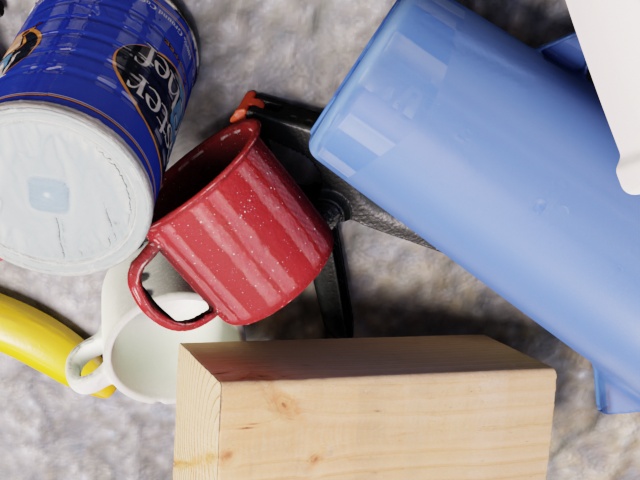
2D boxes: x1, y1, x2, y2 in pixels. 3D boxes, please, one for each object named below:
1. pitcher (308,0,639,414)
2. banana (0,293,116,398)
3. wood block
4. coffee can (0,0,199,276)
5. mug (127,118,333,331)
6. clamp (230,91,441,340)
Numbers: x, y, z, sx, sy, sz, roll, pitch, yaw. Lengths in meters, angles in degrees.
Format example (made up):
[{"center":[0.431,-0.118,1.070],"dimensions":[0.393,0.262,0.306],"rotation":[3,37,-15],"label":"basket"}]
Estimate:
[{"center":[0.125,-0.036,0.564],"dimensions":[0.243,0.149,0.145],"rotation":[34,146,-3],"label":"pitcher"},{"center":[-0.233,0.060,0.727],"dimensions":[0.198,0.037,0.070],"rotation":[14,139,0],"label":"banana"},{"center":[0.025,0.111,0.634],"dimensions":[0.205,0.091,0.090],"rotation":[0,100,-21],"label":"wood block"},{"center":[-0.126,-0.065,0.565],"dimensions":[0.103,0.140,0.103],"rotation":[3,130,4],"label":"coffee can"},{"center":[-0.054,0.001,0.589],"dimensions":[0.081,0.117,0.093],"rotation":[51,158,-20],"label":"mug"},{"center":[0.003,-0.013,0.649],"dimensions":[0.171,0.039,0.120],"rotation":[41,113,-10],"label":"clamp"}]
